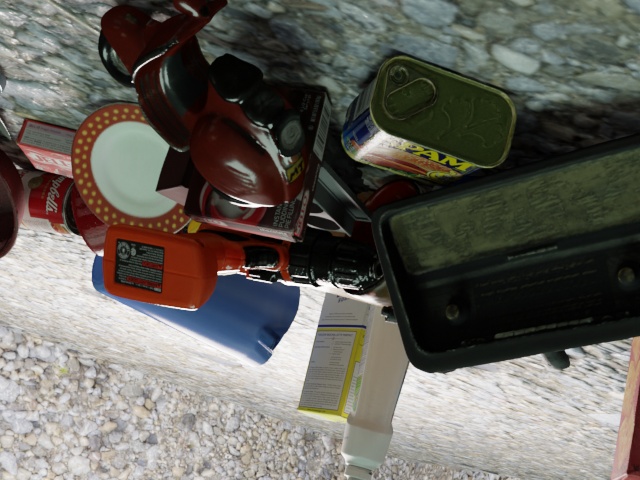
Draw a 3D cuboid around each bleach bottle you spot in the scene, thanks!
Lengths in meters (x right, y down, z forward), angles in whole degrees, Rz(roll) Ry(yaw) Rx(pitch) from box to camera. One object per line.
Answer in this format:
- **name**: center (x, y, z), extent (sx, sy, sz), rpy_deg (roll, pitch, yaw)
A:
- **bleach bottle**: center (0.070, 0.159, 1.231), extent (0.068, 0.251, 0.102), rpy_deg (14, 165, 3)

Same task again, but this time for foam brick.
- **foam brick**: center (-0.097, -0.068, 0.906), extent (0.052, 0.078, 0.051), rpy_deg (24, 164, -32)

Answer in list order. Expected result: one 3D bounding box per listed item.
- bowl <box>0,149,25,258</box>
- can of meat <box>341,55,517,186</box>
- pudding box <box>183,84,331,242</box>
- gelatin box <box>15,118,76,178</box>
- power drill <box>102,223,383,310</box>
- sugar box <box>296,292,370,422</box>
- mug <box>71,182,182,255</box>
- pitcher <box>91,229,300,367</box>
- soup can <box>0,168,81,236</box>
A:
- **bowl**: center (-0.378, -0.058, 1.162), extent (0.162, 0.055, 0.162), rpy_deg (14, 124, 22)
- **can of meat**: center (0.072, -0.079, 0.748), extent (0.102, 0.057, 0.084), rpy_deg (18, 167, -12)
- **pudding box**: center (-0.046, -0.062, 0.812), extent (0.090, 0.113, 0.039), rpy_deg (10, 168, 15)
- **gelatin box**: center (-0.253, -0.087, 1.076), extent (0.089, 0.030, 0.073), rpy_deg (13, 165, 4)
- **power drill**: center (-0.065, 0.017, 0.856), extent (0.185, 0.057, 0.187), rpy_deg (7, -174, 33)
- **sugar box**: center (0.032, 0.137, 1.333), extent (0.048, 0.176, 0.094), rpy_deg (27, 161, -34)
- **mug**: center (-0.186, -0.027, 1.050), extent (0.081, 0.093, 0.117), rpy_deg (-16, 143, 10)
- **pitcher**: center (-0.159, 0.053, 1.339), extent (0.242, 0.145, 0.149), rpy_deg (27, 149, -27)
- **soup can**: center (-0.309, -0.044, 1.213), extent (0.102, 0.068, 0.068), rpy_deg (8, 164, 26)
